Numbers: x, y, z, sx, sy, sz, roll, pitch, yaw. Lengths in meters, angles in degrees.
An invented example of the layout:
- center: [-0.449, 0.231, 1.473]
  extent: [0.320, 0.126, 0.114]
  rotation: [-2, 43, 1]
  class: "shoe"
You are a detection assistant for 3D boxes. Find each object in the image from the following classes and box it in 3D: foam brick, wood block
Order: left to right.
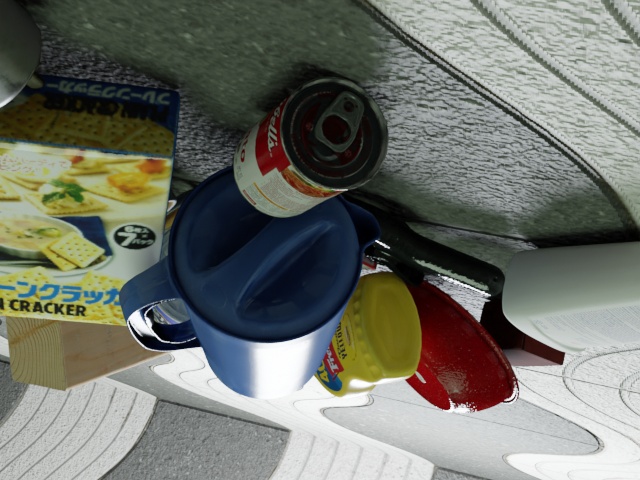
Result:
- center: [-0.232, 0.089, 1.172]
  extent: [0.091, 0.090, 0.205]
  rotation: [4, -167, 37]
  class: "wood block"
- center: [0.189, 0.086, 0.999]
  extent: [0.051, 0.053, 0.078]
  rotation: [22, 165, -22]
  class: "foam brick"

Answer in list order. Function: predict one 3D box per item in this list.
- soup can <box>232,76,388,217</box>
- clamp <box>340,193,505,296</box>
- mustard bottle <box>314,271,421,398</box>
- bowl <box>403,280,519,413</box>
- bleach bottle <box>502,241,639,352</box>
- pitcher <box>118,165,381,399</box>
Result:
- center: [-0.009, -0.055, 0.664]
  extent: [0.068, 0.068, 0.102]
  rotation: [20, 165, -17]
  class: "soup can"
- center: [0.064, 0.004, 0.850]
  extent: [0.171, 0.039, 0.120]
  rotation: [27, 162, -38]
  class: "clamp"
- center: [0.030, 0.098, 1.005]
  extent: [0.058, 0.096, 0.192]
  rotation: [-6, 166, -22]
  class: "mustard bottle"
- center: [0.111, 0.111, 1.015]
  extent: [0.162, 0.055, 0.162]
  rotation: [43, 163, 17]
  class: "bowl"
- center: [0.250, 0.035, 0.745]
  extent: [0.102, 0.068, 0.251]
  rotation: [25, 160, -33]
  class: "bleach bottle"
- center: [-0.053, 0.048, 0.826]
  extent: [0.149, 0.145, 0.243]
  rotation: [25, 159, 6]
  class: "pitcher"
